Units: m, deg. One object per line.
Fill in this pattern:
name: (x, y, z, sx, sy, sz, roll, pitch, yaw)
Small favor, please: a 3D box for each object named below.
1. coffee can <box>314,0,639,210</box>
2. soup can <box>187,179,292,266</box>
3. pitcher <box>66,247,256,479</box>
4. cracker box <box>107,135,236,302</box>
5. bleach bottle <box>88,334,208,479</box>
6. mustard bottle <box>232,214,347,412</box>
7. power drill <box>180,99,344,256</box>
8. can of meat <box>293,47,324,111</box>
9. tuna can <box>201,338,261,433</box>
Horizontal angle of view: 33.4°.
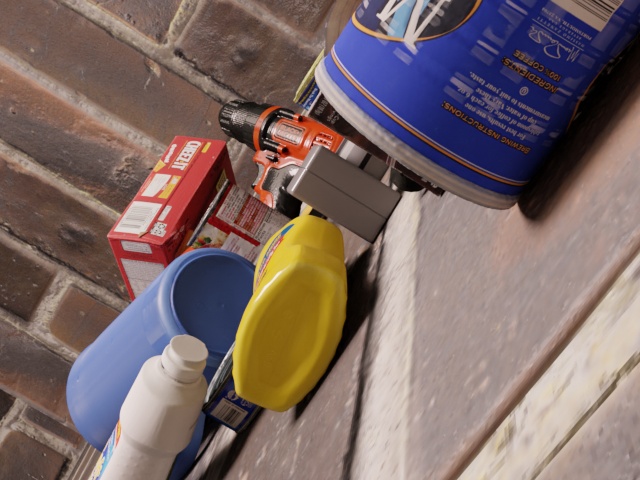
coffee can: (0.077, -0.098, 0.431, 0.140, 0.102, 0.102, -56, 7, 21)
soup can: (-0.056, 0.001, 0.936, 0.068, 0.102, 0.068, -57, 7, 11)
pitcher: (-0.129, 0.112, 0.945, 0.144, 0.149, 0.243, -45, 0, -38)
cracker box: (-0.139, 0.020, 1.162, 0.214, 0.072, 0.164, 78, -152, -42)
bleach bottle: (-0.138, 0.170, 0.802, 0.102, 0.068, 0.251, -82, 16, -61)
mustard bottle: (-0.017, 0.034, 0.702, 0.191, 0.058, 0.096, -85, 16, -76)
power drill: (-0.065, -0.043, 1.044, 0.185, 0.057, 0.187, 23, 86, 42)
can of meat: (0.029, -0.160, 1.107, 0.102, 0.084, 0.057, -50, 11, 52)
tuna can: (-0.054, 0.098, 0.792, 0.086, 0.033, 0.086, -57, 7, 11)
